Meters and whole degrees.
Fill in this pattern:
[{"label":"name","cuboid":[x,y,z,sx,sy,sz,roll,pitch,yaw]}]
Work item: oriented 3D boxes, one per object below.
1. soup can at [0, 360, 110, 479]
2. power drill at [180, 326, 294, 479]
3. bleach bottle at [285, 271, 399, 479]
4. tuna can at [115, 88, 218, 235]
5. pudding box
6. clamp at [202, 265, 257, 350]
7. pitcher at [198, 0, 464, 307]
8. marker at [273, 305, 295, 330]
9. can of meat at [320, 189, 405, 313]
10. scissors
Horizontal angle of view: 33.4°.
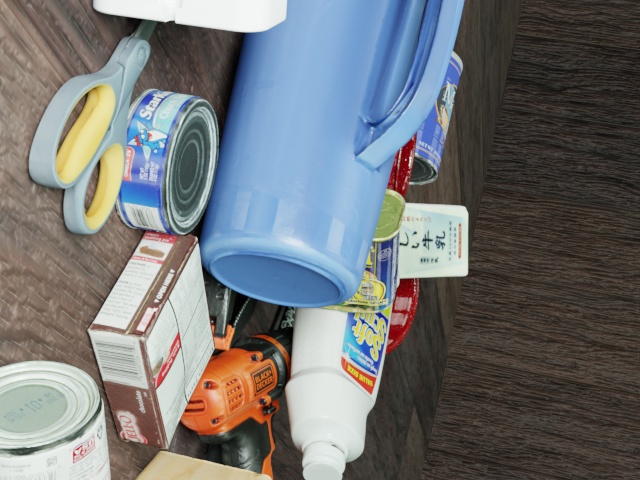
[{"label":"soup can","cuboid":[-0.135,0.118,0.509,0.068,0.068,0.102,-58,155,-58]},{"label":"power drill","cuboid":[-0.042,0.169,0.838,0.184,0.057,0.187,-19,98,-63]},{"label":"bleach bottle","cuboid":[0.016,0.090,0.851,0.102,0.068,0.250,58,25,-34]},{"label":"tuna can","cuboid":[-0.091,-0.047,0.643,0.086,0.034,0.086,11,90,-77]},{"label":"pudding box","cuboid":[-0.103,0.063,0.673,0.113,0.039,0.090,90,16,-45]},{"label":"clamp","cuboid":[-0.055,0.001,0.828,0.164,0.036,0.210,80,20,-55]},{"label":"pitcher","cuboid":[0.004,-0.084,0.720,0.149,0.145,0.242,100,3,-68]},{"label":"marker","cuboid":[-0.034,0.079,1.023,0.020,0.020,0.121,85,20,-49]},{"label":"can of meat","cuboid":[0.011,0.006,0.805,0.057,0.102,0.084,-72,166,-46]},{"label":"scissors","cuboid":[-0.106,-0.082,0.594,0.201,0.016,0.096,-65,162,-48]}]
